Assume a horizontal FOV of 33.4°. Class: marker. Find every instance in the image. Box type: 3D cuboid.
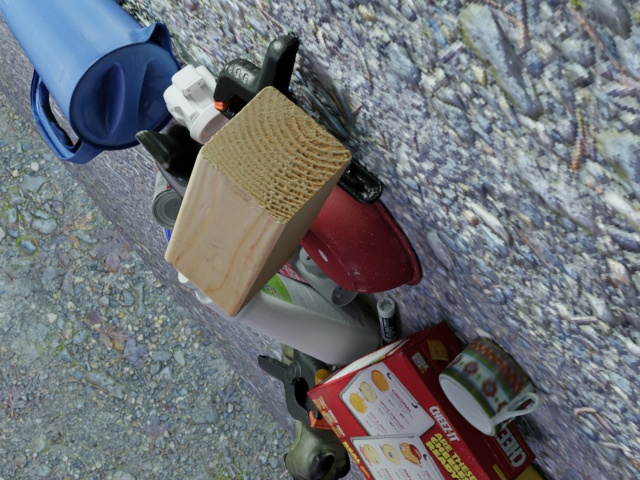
[{"bbox_3d":[0.075,0.094,1.175,0.020,0.020,0.121,44,166,23],"label":"marker"}]

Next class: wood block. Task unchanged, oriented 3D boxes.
[{"bbox_3d":[-0.059,-0.026,0.907,0.090,0.090,0.206,40,152,4],"label":"wood block"}]

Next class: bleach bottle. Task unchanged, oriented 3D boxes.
[{"bbox_3d":[-0.051,0.069,1.172,0.250,0.068,0.103,26,-164,-37],"label":"bleach bottle"}]

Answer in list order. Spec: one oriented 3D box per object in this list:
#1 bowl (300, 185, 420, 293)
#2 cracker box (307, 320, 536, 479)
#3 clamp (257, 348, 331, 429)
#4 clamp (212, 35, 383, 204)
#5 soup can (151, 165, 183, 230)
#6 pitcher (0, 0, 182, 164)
[{"bbox_3d":[0.020,-0.004,1.002,0.162,0.055,0.162,46,167,14],"label":"bowl"},{"bbox_3d":[0.097,0.186,1.092,0.164,0.072,0.214,55,148,0],"label":"cracker box"},{"bbox_3d":[-0.020,0.151,1.289,0.172,0.039,0.120,51,129,47],"label":"clamp"},{"bbox_3d":[-0.033,-0.105,0.932,0.164,0.036,0.210,56,162,-23],"label":"clamp"},{"bbox_3d":[-0.180,-0.068,1.369,0.102,0.068,0.068,-93,-22,-51],"label":"soup can"},{"bbox_3d":[-0.269,-0.209,1.186,0.243,0.149,0.145,48,156,36],"label":"pitcher"}]
